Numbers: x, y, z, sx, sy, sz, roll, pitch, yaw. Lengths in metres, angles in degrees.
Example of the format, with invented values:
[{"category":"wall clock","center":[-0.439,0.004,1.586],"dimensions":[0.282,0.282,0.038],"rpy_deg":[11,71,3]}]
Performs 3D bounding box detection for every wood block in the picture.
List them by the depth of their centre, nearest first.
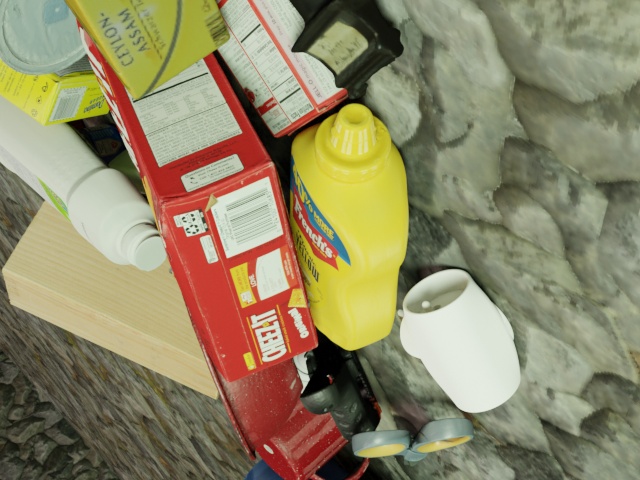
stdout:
[{"category":"wood block","center":[-0.163,0.049,0.945],"dimensions":[0.206,0.090,0.090],"rpy_deg":[24,154,1]}]

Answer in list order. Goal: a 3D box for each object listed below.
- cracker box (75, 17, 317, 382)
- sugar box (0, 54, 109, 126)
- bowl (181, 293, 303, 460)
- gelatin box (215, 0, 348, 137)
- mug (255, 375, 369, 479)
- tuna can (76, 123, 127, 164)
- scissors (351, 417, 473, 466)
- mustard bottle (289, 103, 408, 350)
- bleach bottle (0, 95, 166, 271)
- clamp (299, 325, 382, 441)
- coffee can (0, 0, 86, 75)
[{"category":"cracker box","center":[-0.080,-0.044,0.669],"dimensions":[0.164,0.072,0.214],"rpy_deg":[77,167,-48]},{"category":"sugar box","center":[-0.252,-0.158,0.844],"dimensions":[0.176,0.093,0.048],"rpy_deg":[33,112,12]},{"category":"bowl","center":[-0.054,0.074,0.775],"dimensions":[0.162,0.055,0.162],"rpy_deg":[160,89,-87]},{"category":"gelatin box","center":[-0.026,-0.107,0.606],"dimensions":[0.089,0.030,0.073],"rpy_deg":[57,158,-6]},{"category":"mug","center":[-0.009,0.171,0.952],"dimensions":[0.117,0.081,0.093],"rpy_deg":[46,158,11]},{"category":"tuna can","center":[-0.196,-0.063,0.972],"dimensions":[0.086,0.033,0.086],"rpy_deg":[43,141,48]},{"category":"scissors","center":[0.056,0.162,0.823],"dimensions":[0.202,0.096,0.016],"rpy_deg":[124,142,-66]},{"category":"mustard bottle","center":[0.015,-0.015,0.632],"dimensions":[0.192,0.058,0.096],"rpy_deg":[95,152,-59]},{"category":"bleach bottle","center":[-0.193,-0.047,0.848],"dimensions":[0.251,0.068,0.102],"rpy_deg":[39,167,39]},{"category":"clamp","center":[0.009,0.097,0.785],"dimensions":[0.210,0.036,0.164],"rpy_deg":[64,-171,-46]},{"category":"coffee can","center":[-0.227,-0.197,0.758],"dimensions":[0.140,0.102,0.103],"rpy_deg":[40,156,26]}]
